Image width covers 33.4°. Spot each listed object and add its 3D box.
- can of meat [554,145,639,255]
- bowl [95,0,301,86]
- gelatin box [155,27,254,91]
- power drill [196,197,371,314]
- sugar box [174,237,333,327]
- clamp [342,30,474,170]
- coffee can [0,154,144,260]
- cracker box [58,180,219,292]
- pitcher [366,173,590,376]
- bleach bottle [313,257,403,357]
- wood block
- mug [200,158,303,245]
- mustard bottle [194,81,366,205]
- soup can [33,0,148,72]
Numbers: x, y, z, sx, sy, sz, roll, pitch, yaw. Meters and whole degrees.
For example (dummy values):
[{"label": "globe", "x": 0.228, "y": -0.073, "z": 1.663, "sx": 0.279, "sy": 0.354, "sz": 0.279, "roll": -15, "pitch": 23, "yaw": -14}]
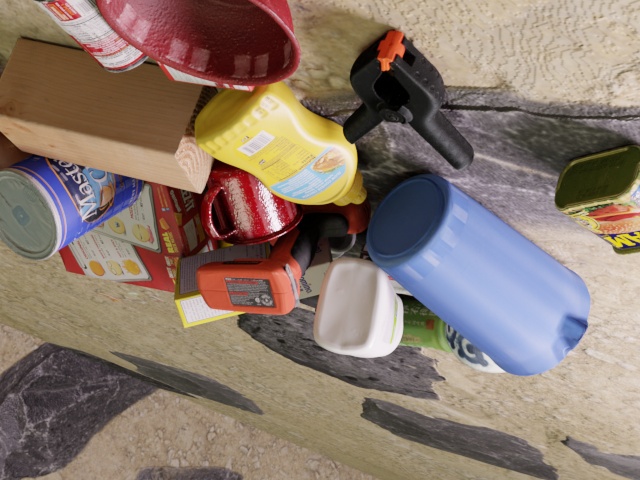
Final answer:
[{"label": "can of meat", "x": 0.262, "y": -0.034, "z": 0.907, "sx": 0.083, "sy": 0.057, "sz": 0.102, "roll": 30, "pitch": 159, "yaw": -24}, {"label": "bowl", "x": -0.085, "y": -0.181, "z": 0.808, "sx": 0.162, "sy": 0.055, "sz": 0.162, "roll": 15, "pitch": 162, "yaw": 5}, {"label": "gelatin box", "x": -0.103, "y": -0.164, "z": 0.924, "sx": 0.089, "sy": 0.030, "sz": 0.073, "roll": 11, "pitch": 160, "yaw": 22}, {"label": "power drill", "x": -0.057, "y": 0.001, "z": 1.141, "sx": 0.185, "sy": 0.187, "sz": 0.057, "roll": 0, "pitch": 124, "yaw": 26}, {"label": "sugar box", "x": -0.073, "y": 0.038, "z": 1.191, "sx": 0.176, "sy": 0.093, "sz": 0.048, "roll": -12, "pitch": 120, "yaw": 2}, {"label": "clamp", "x": 0.058, "y": -0.116, "z": 0.894, "sx": 0.120, "sy": 0.039, "sz": 0.171, "roll": 6, "pitch": 153, "yaw": 22}, {"label": "coffee can", "x": -0.274, "y": -0.054, "z": 1.150, "sx": 0.103, "sy": 0.140, "sz": 0.103, "roll": 16, "pitch": 123, "yaw": 26}, {"label": "cracker box", "x": -0.234, "y": -0.030, "z": 1.290, "sx": 0.214, "sy": 0.072, "sz": 0.164, "roll": 9, "pitch": 128, "yaw": 30}, {"label": "pitcher", "x": 0.156, "y": 0.032, "z": 1.115, "sx": 0.149, "sy": 0.145, "sz": 0.242, "roll": -30, "pitch": 131, "yaw": 31}, {"label": "bleach bottle", "x": 0.054, "y": 0.092, "z": 1.188, "sx": 0.068, "sy": 0.102, "sz": 0.250, "roll": 9, "pitch": 168, "yaw": 14}, {"label": "wood block", "x": -0.207, "y": -0.123, "z": 1.053, "sx": 0.206, "sy": 0.091, "sz": 0.090, "roll": 13, "pitch": 162, "yaw": 16}, {"label": "mug", "x": -0.080, "y": -0.047, "z": 1.094, "sx": 0.093, "sy": 0.117, "sz": 0.081, "roll": 12, "pitch": 129, "yaw": 42}, {"label": "mustard bottle", "x": -0.022, "y": -0.083, "z": 1.020, "sx": 0.096, "sy": 0.058, "sz": 0.191, "roll": -34, "pitch": 135, "yaw": 27}, {"label": "soup can", "x": -0.182, "y": -0.191, "z": 0.858, "sx": 0.069, "sy": 0.068, "sz": 0.102, "roll": 8, "pitch": 160, "yaw": 30}]
